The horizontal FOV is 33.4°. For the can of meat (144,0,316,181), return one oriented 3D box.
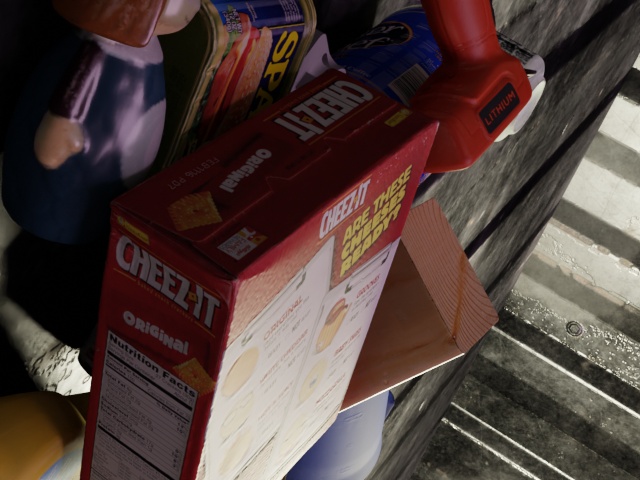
[{"bbox_3d":[-0.057,-0.074,0.486,0.083,0.057,0.102,-28,146,-59],"label":"can of meat"}]

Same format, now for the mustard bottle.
[{"bbox_3d":[-0.155,0.116,0.534,0.096,0.058,0.191,-40,166,5],"label":"mustard bottle"}]

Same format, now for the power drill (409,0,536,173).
[{"bbox_3d":[0.052,-0.134,0.562,0.184,0.057,0.187,-44,128,-42],"label":"power drill"}]

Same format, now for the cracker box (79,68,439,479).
[{"bbox_3d":[-0.036,0.044,0.512,0.163,0.072,0.214,-40,153,-47],"label":"cracker box"}]

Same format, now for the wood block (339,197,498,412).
[{"bbox_3d":[-0.004,0.064,0.683,0.206,0.090,0.090,-29,177,25],"label":"wood block"}]

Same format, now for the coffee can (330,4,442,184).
[{"bbox_3d":[0.043,-0.084,0.697,0.140,0.103,0.103,-42,158,-47],"label":"coffee can"}]
